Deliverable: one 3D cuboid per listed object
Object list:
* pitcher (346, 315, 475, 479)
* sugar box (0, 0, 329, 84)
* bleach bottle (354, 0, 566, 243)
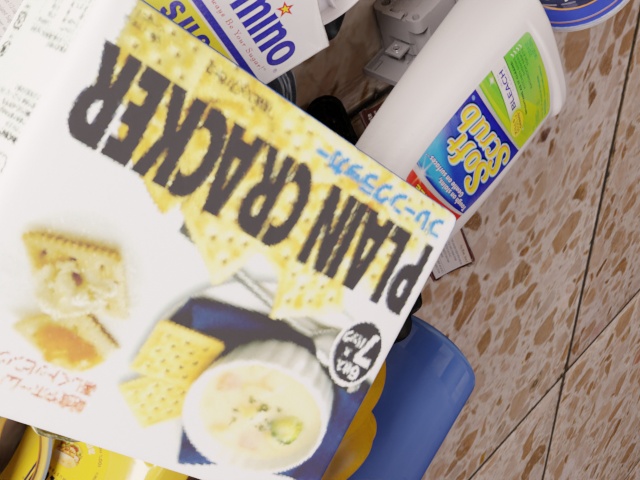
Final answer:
[{"bbox_3d":[0.012,0.166,0.810,0.242,0.145,0.149,-52,-169,-22],"label":"pitcher"},{"bbox_3d":[-0.084,-0.085,0.476,0.176,0.048,0.093,-32,143,-9],"label":"sugar box"},{"bbox_3d":[0.065,-0.043,0.632,0.250,0.068,0.102,-54,136,-33],"label":"bleach bottle"}]
